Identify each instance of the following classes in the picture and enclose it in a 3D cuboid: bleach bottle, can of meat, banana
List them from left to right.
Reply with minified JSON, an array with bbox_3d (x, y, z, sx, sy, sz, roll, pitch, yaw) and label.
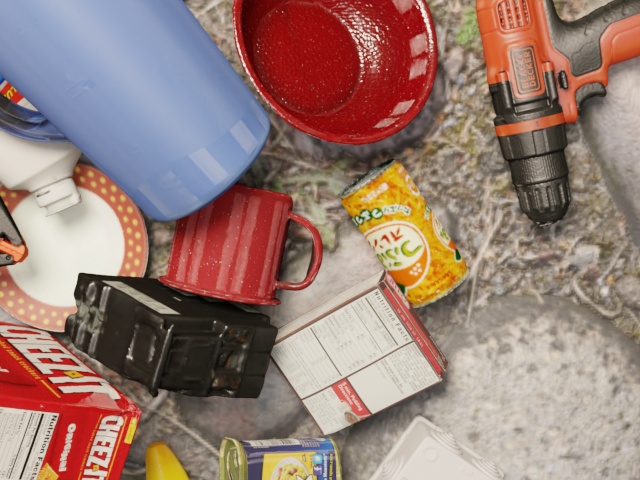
[{"bbox_3d":[-0.228,-0.141,0.765,0.102,0.068,0.251,-22,96,5],"label":"bleach bottle"},{"bbox_3d":[-0.072,0.241,0.850,0.197,0.037,0.069,37,73,-9],"label":"banana"},{"bbox_3d":[-0.030,0.201,0.818,0.083,0.058,0.102,1,83,-20],"label":"can of meat"}]

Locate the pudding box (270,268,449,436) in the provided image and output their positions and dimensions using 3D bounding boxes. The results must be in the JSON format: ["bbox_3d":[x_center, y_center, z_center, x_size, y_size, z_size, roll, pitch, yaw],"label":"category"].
[{"bbox_3d":[0.027,0.087,0.813,0.114,0.039,0.090,-30,98,21],"label":"pudding box"}]

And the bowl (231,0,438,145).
[{"bbox_3d":[0.003,-0.141,0.771,0.161,0.055,0.162,5,77,-25],"label":"bowl"}]

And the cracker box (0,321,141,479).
[{"bbox_3d":[-0.251,0.097,0.709,0.213,0.164,0.072,16,97,-42],"label":"cracker box"}]

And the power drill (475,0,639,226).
[{"bbox_3d":[0.220,-0.117,0.802,0.187,0.057,0.184,-13,98,-1],"label":"power drill"}]

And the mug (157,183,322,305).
[{"bbox_3d":[-0.055,0.001,0.786,0.117,0.093,0.081,12,92,12],"label":"mug"}]

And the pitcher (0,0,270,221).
[{"bbox_3d":[-0.153,-0.125,0.691,0.145,0.149,0.242,-49,115,-18],"label":"pitcher"}]
